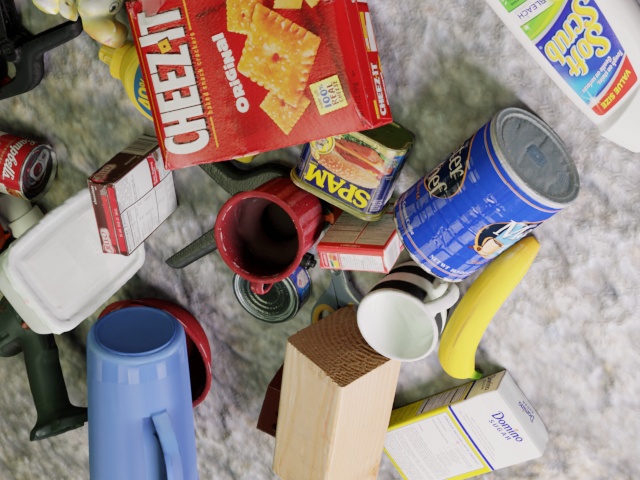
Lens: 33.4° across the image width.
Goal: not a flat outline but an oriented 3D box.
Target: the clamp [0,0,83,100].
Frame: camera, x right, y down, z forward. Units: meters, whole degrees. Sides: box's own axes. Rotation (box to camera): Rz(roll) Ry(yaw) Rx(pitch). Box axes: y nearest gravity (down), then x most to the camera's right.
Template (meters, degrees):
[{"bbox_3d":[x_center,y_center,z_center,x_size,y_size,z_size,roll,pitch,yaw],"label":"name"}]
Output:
[{"bbox_3d":[-0.334,-0.222,1.151,0.120,0.039,0.172,47,130,-3],"label":"clamp"}]

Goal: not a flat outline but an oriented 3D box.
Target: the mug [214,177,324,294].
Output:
[{"bbox_3d":[-0.047,-0.003,1.056,0.093,0.081,0.117,14,112,16],"label":"mug"}]

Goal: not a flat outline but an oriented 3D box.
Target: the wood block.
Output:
[{"bbox_3d":[0.014,0.187,1.158,0.090,0.090,0.206,37,137,32],"label":"wood block"}]

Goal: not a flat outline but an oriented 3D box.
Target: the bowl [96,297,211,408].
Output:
[{"bbox_3d":[-0.191,0.126,1.290,0.162,0.055,0.162,14,126,20],"label":"bowl"}]

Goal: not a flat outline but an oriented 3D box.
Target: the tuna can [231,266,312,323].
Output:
[{"bbox_3d":[-0.055,0.050,1.182,0.086,0.033,0.086,14,126,20],"label":"tuna can"}]

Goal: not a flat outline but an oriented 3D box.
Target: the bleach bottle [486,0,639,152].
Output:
[{"bbox_3d":[0.229,-0.166,0.875,0.250,0.068,0.103,47,130,-10],"label":"bleach bottle"}]

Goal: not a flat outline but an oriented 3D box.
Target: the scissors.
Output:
[{"bbox_3d":[0.007,0.038,1.155,0.096,0.016,0.202,-13,108,39],"label":"scissors"}]

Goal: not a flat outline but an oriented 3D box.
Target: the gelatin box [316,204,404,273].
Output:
[{"bbox_3d":[0.047,-0.004,1.057,0.073,0.089,0.030,4,123,26],"label":"gelatin box"}]

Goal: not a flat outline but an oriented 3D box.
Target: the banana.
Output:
[{"bbox_3d":[0.159,0.076,1.069,0.037,0.069,0.198,43,135,27],"label":"banana"}]

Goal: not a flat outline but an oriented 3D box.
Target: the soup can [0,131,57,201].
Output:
[{"bbox_3d":[-0.367,-0.091,1.235,0.102,0.068,0.068,17,127,18],"label":"soup can"}]

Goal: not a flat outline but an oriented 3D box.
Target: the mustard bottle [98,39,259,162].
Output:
[{"bbox_3d":[-0.139,-0.157,1.077,0.192,0.058,0.096,25,127,12],"label":"mustard bottle"}]

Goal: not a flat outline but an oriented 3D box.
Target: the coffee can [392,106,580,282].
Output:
[{"bbox_3d":[0.149,-0.040,0.971,0.103,0.102,0.141,45,130,-5],"label":"coffee can"}]

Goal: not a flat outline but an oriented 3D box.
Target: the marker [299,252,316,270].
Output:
[{"bbox_3d":[-0.058,0.001,1.155,0.121,0.020,0.020,25,129,19],"label":"marker"}]

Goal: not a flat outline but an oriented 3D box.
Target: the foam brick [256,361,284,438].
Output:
[{"bbox_3d":[-0.035,0.191,1.252,0.053,0.051,0.078,24,128,11],"label":"foam brick"}]

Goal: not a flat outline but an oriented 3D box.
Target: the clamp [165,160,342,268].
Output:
[{"bbox_3d":[-0.080,-0.048,1.122,0.210,0.036,0.164,1,107,23],"label":"clamp"}]

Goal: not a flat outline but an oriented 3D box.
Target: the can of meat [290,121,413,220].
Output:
[{"bbox_3d":[0.032,-0.081,1.038,0.102,0.057,0.084,28,127,9],"label":"can of meat"}]

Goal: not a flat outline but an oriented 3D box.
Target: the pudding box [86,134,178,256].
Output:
[{"bbox_3d":[-0.199,-0.049,1.143,0.039,0.113,0.090,10,124,23],"label":"pudding box"}]

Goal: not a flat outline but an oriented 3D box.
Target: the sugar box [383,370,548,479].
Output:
[{"bbox_3d":[0.152,0.212,1.171,0.177,0.048,0.093,-27,103,35],"label":"sugar box"}]

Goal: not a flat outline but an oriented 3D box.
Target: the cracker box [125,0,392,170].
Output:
[{"bbox_3d":[-0.057,-0.163,0.974,0.214,0.072,0.164,-10,98,22],"label":"cracker box"}]

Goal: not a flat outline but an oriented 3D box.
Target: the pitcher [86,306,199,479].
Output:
[{"bbox_3d":[-0.202,0.206,1.226,0.149,0.144,0.243,11,122,13],"label":"pitcher"}]
